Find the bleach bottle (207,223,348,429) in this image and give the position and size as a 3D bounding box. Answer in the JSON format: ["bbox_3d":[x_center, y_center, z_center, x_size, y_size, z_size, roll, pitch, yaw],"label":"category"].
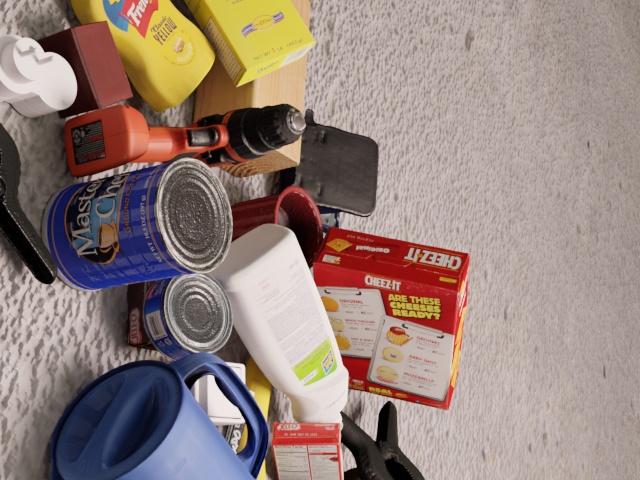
[{"bbox_3d":[-0.034,0.111,1.130,0.102,0.068,0.251,-35,121,-25],"label":"bleach bottle"}]

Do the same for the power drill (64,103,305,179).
[{"bbox_3d":[-0.132,-0.097,1.017,0.187,0.185,0.057,-4,85,-48],"label":"power drill"}]

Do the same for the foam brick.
[{"bbox_3d":[-0.222,-0.160,0.998,0.051,0.053,0.078,-36,113,-54],"label":"foam brick"}]

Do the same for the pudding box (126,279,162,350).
[{"bbox_3d":[-0.149,0.056,1.068,0.089,0.039,0.113,19,68,-53],"label":"pudding box"}]

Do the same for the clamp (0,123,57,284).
[{"bbox_3d":[-0.275,-0.035,0.896,0.120,0.039,0.171,12,72,-57],"label":"clamp"}]

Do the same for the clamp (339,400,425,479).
[{"bbox_3d":[0.060,0.246,1.232,0.164,0.036,0.210,22,25,-35],"label":"clamp"}]

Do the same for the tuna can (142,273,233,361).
[{"bbox_3d":[-0.125,0.071,1.018,0.086,0.034,0.086,19,61,-40],"label":"tuna can"}]

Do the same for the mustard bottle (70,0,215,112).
[{"bbox_3d":[-0.189,-0.225,1.048,0.191,0.058,0.096,50,51,-26],"label":"mustard bottle"}]

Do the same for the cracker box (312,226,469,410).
[{"bbox_3d":[0.080,0.092,1.224,0.214,0.164,0.072,88,18,-45],"label":"cracker box"}]

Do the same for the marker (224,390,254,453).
[{"bbox_3d":[-0.093,0.214,1.107,0.020,0.020,0.121,32,68,-49],"label":"marker"}]

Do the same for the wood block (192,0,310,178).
[{"bbox_3d":[-0.076,-0.186,1.195,0.090,0.090,0.206,29,59,-50],"label":"wood block"}]

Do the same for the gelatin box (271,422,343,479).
[{"bbox_3d":[-0.013,0.232,1.166,0.089,0.073,0.030,85,7,-47],"label":"gelatin box"}]

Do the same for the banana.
[{"bbox_3d":[-0.072,0.199,1.155,0.069,0.037,0.198,54,37,-71],"label":"banana"}]

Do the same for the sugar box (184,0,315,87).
[{"bbox_3d":[-0.090,-0.258,1.119,0.093,0.048,0.176,-29,86,-28],"label":"sugar box"}]

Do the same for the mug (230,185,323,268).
[{"bbox_3d":[-0.058,0.001,1.180,0.093,0.082,0.117,47,45,-41],"label":"mug"}]

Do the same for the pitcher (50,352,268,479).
[{"bbox_3d":[-0.118,0.224,0.982,0.242,0.149,0.145,57,27,-37],"label":"pitcher"}]

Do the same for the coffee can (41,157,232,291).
[{"bbox_3d":[-0.165,-0.012,0.964,0.102,0.141,0.103,20,65,-54],"label":"coffee can"}]
